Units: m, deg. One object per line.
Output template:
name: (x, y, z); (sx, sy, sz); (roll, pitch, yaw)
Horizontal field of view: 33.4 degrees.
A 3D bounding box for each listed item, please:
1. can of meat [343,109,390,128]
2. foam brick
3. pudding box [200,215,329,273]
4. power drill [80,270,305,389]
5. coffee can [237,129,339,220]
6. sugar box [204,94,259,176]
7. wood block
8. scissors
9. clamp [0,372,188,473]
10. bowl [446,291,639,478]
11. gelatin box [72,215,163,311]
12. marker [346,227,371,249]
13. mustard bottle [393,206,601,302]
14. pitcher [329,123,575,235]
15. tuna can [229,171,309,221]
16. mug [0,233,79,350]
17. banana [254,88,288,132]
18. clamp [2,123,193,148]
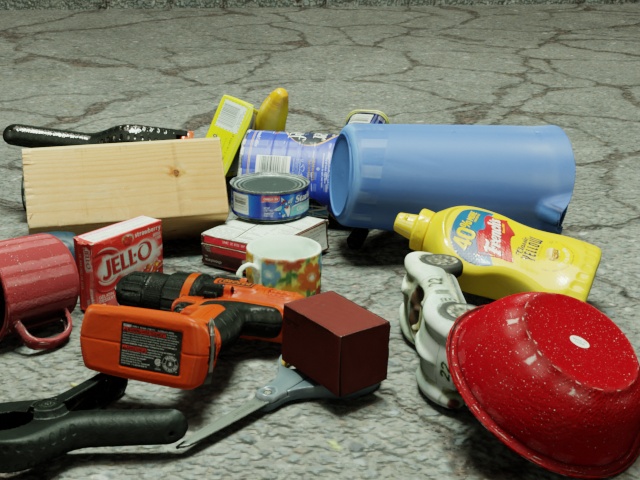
can of meat: (0.052, -0.103, 1.328); (0.057, 0.102, 0.084); (4, 22, 10)
foam brick: (0.012, 0.080, 0.844); (0.051, 0.053, 0.078); (-12, 25, -35)
pudding box: (-0.058, 0.001, 1.128); (0.090, 0.039, 0.113); (13, 25, 33)
power drill: (-0.120, 0.064, 0.885); (0.185, 0.057, 0.187); (6, 11, 18)
coffee can: (-0.017, -0.075, 1.244); (0.140, 0.103, 0.102); (4, 20, 9)
sugar box: (-0.112, -0.129, 1.335); (0.048, 0.093, 0.176); (24, 3, -3)
wood block: (-0.210, -0.050, 1.144); (0.206, 0.091, 0.090); (-5, -14, -14)
scissors: (-0.020, 0.123, 0.826); (0.096, 0.016, 0.201); (9, 22, 22)
clamp: (-0.183, 0.134, 0.758); (0.171, 0.039, 0.120); (-16, 15, -39)
bowl: (0.174, 0.089, 0.767); (0.162, 0.055, 0.162); (16, 38, -14)
gelatin box: (-0.190, 0.023, 1.013); (0.030, 0.073, 0.089); (15, 25, 36)
marker: (0.062, -0.035, 1.185); (0.020, 0.020, 0.121); (13, 51, 30)
mustard bottle: (0.160, 0.014, 1.003); (0.192, 0.058, 0.096); (20, 45, 14)
pitcher: (0.135, -0.068, 1.147); (0.242, 0.145, 0.149); (3, -16, -13)
tuna can: (-0.055, -0.048, 1.151); (0.086, 0.034, 0.086); (0, 18, 0)
mug: (-0.262, 0.048, 0.942); (0.081, 0.093, 0.117); (-15, 56, -47)
banana: (-0.048, -0.121, 1.331); (0.069, 0.197, 0.037); (-33, 60, -1)
clamp: (-0.250, -0.103, 1.276); (0.210, 0.036, 0.164); (-3, -19, 7)
